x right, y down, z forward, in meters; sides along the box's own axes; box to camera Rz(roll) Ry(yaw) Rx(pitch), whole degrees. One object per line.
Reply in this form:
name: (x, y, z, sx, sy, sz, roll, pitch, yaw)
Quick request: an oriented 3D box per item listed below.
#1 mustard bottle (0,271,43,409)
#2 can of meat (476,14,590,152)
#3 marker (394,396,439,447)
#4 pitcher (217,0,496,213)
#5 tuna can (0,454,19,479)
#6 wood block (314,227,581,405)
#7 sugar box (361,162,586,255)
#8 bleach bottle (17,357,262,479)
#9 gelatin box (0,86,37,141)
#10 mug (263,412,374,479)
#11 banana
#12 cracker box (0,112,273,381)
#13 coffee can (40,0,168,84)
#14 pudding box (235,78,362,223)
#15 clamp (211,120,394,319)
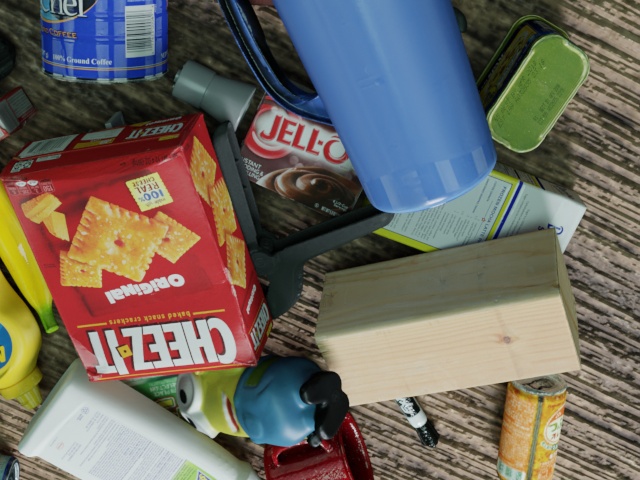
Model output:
mustard bottle: (-0.308, 0.073, 0.967, 0.096, 0.058, 0.191, -17, 112, 27)
can of meat: (0.171, -0.129, 0.880, 0.057, 0.084, 0.102, 29, 107, -10)
marker: (0.079, 0.149, 1.016, 0.020, 0.020, 0.121, -30, 107, 10)
pitcher: (0.036, -0.145, 0.811, 0.144, 0.149, 0.243, -32, 112, -21)
tuna can: (-0.313, 0.247, 1.019, 0.033, 0.086, 0.086, 8, 110, -5)
wood block: (0.110, 0.068, 0.917, 0.206, 0.090, 0.091, -11, 126, 18)
sugar box: (0.132, -0.027, 0.938, 0.176, 0.048, 0.093, 20, 110, -10)
bleach bottle: (-0.149, 0.216, 1.003, 0.250, 0.068, 0.103, 35, 109, -12)
gelatin box: (-0.284, -0.092, 0.893, 0.073, 0.089, 0.030, -28, 107, 10)
mug: (-0.006, 0.209, 0.995, 0.081, 0.093, 0.117, -19, 143, 12)
banana: (-0.266, -0.007, 0.920, 0.037, 0.070, 0.198, -32, 136, -17)
cracker box: (-0.149, 0.012, 0.893, 0.164, 0.072, 0.213, -7, 119, 17)
coffee can: (-0.171, -0.203, 0.845, 0.103, 0.103, 0.140, 3, 110, -1)
pudding box: (-0.009, -0.080, 0.922, 0.113, 0.039, 0.090, 24, 109, -8)
clamp: (-0.056, 0.001, 0.929, 0.164, 0.036, 0.210, 32, 123, -9)
